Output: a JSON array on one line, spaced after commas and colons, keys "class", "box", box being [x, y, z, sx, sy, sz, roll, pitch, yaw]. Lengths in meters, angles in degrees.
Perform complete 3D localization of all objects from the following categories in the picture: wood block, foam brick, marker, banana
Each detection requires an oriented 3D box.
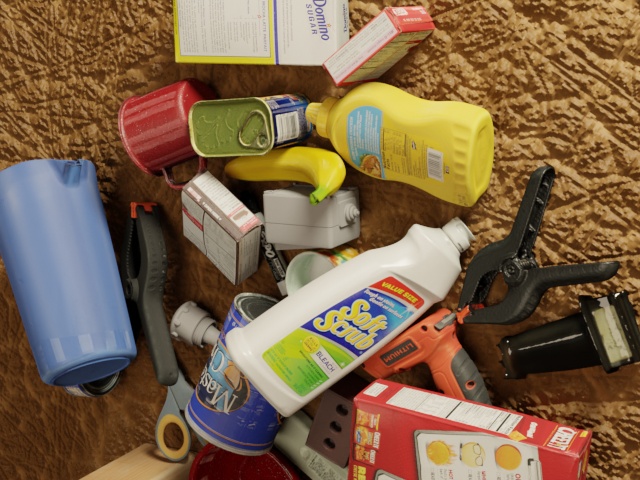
[{"class": "wood block", "box": [-0.232, 0.316, 1.228, 0.091, 0.205, 0.090, 2, 103, 32]}, {"class": "foam brick", "box": [0.028, 0.189, 1.125, 0.053, 0.051, 0.078, 28, 115, 23]}, {"class": "marker", "box": [-0.058, 0.001, 1.152, 0.020, 0.020, 0.121, -26, 87, 34]}, {"class": "banana", "box": [-0.028, -0.073, 1.075, 0.198, 0.069, 0.037, 18, 121, 59]}]

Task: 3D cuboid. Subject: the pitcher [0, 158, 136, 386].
[{"class": "pitcher", "box": [-0.296, 0.040, 1.214, 0.145, 0.149, 0.243, -18, 74, -2]}]

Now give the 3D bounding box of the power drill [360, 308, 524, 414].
[{"class": "power drill", "box": [0.120, 0.177, 1.063, 0.185, 0.057, 0.187, -36, 85, 29]}]

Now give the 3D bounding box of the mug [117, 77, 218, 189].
[{"class": "mug", "box": [-0.153, -0.112, 1.140, 0.082, 0.093, 0.117, -17, 81, 29]}]

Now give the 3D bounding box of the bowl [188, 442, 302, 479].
[{"class": "bowl", "box": [-0.071, 0.290, 1.210, 0.162, 0.055, 0.162, 8, 106, 30]}]

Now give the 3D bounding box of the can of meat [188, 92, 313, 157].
[{"class": "can of meat", "box": [-0.069, -0.119, 1.089, 0.102, 0.083, 0.057, 1, 102, 32]}]

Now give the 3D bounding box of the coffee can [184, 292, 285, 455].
[{"class": "coffee can", "box": [-0.071, 0.141, 1.132, 0.103, 0.102, 0.140, 31, 107, 22]}]

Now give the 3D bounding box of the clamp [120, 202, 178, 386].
[{"class": "clamp", "box": [-0.209, 0.062, 1.233, 0.165, 0.036, 0.210, -12, 80, 57]}]

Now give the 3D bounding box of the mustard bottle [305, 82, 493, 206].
[{"class": "mustard bottle", "box": [0.069, -0.101, 1.020, 0.192, 0.058, 0.096, 19, 136, 28]}]

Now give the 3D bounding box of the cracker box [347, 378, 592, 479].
[{"class": "cracker box", "box": [0.133, 0.234, 0.996, 0.214, 0.072, 0.164, 11, 108, 24]}]

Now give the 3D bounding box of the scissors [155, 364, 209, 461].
[{"class": "scissors", "box": [-0.185, 0.173, 1.261, 0.096, 0.016, 0.202, -39, 79, 8]}]

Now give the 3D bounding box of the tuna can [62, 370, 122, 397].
[{"class": "tuna can", "box": [-0.277, 0.146, 1.286, 0.034, 0.086, 0.086, -2, 101, 31]}]

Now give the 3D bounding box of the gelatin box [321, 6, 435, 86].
[{"class": "gelatin box", "box": [0.055, -0.183, 1.002, 0.089, 0.073, 0.030, -38, 80, 33]}]

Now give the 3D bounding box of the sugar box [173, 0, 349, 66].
[{"class": "sugar box", "box": [-0.060, -0.223, 1.064, 0.176, 0.048, 0.093, 5, 107, 17]}]

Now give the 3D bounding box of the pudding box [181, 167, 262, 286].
[{"class": "pudding box", "box": [-0.106, -0.012, 1.136, 0.090, 0.039, 0.113, 43, 158, 15]}]

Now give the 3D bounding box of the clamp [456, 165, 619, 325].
[{"class": "clamp", "box": [0.185, 0.015, 0.990, 0.172, 0.039, 0.120, -36, 61, 36]}]

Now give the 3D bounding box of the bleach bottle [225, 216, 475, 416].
[{"class": "bleach bottle", "box": [0.036, 0.058, 1.027, 0.251, 0.068, 0.102, -38, 113, 4]}]
